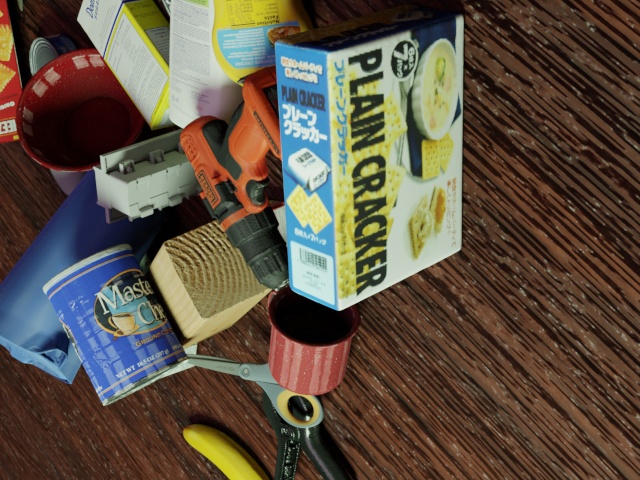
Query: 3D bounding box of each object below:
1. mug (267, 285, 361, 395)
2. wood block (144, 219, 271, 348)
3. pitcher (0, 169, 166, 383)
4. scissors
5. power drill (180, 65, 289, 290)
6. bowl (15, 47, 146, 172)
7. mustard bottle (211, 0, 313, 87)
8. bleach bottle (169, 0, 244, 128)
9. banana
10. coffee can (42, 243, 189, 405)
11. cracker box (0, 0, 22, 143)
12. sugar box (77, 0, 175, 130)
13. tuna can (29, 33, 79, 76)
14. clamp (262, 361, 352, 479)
[{"bbox_3d":[-0.018,0.096,1.092,0.117,0.093,0.081,41,140,33],"label":"mug"},{"bbox_3d":[-0.129,0.051,1.158,0.090,0.090,0.206,62,157,6],"label":"wood block"},{"bbox_3d":[-0.294,0.034,1.260,0.149,0.242,0.145,28,163,10],"label":"pitcher"},{"bbox_3d":[-0.071,0.163,1.180,0.202,0.016,0.096,-10,85,29],"label":"scissors"},{"bbox_3d":[-0.051,-0.059,0.971,0.184,0.057,0.188,60,147,6],"label":"power drill"},{"bbox_3d":[-0.271,-0.143,1.253,0.162,0.162,0.055,50,173,21],"label":"bowl"},{"bbox_3d":[-0.055,-0.202,0.996,0.096,0.058,0.191,-4,110,11],"label":"mustard bottle"},{"bbox_3d":[-0.104,-0.231,1.053,0.103,0.067,0.251,24,123,36],"label":"bleach bottle"},{"bbox_3d":[-0.111,0.285,1.338,0.198,0.037,0.070,41,134,30],"label":"banana"},{"bbox_3d":[-0.216,0.089,1.131,0.103,0.102,0.140,-35,81,52],"label":"coffee can"},{"bbox_3d":[-0.459,-0.252,1.430,0.164,0.072,0.214,36,134,54],"label":"cracker box"},{"bbox_3d":[-0.203,-0.219,1.191,0.176,0.048,0.093,57,141,19],"label":"sugar box"},{"bbox_3d":[-0.333,-0.218,1.354,0.086,0.033,0.086,26,126,41],"label":"tuna can"},{"bbox_3d":[-0.018,0.215,1.192,0.120,0.039,0.171,-1,106,39],"label":"clamp"}]
